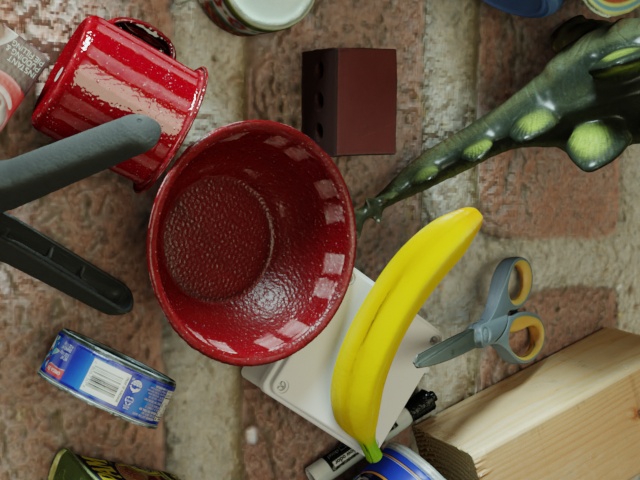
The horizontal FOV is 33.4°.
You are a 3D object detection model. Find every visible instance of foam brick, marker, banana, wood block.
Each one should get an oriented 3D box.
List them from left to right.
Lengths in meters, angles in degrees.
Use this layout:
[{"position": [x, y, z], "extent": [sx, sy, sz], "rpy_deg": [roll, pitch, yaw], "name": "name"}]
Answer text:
[{"position": [0.020, -0.100, 0.769], "extent": [0.051, 0.053, 0.078], "rpy_deg": [-3, 97, -26], "name": "foam brick"}, {"position": [0.042, 0.152, 0.829], "extent": [0.121, 0.020, 0.020], "rpy_deg": [-30, 109, -20], "name": "marker"}, {"position": [0.053, 0.057, 0.751], "extent": [0.069, 0.037, 0.198], "rpy_deg": [29, 85, -53], "name": "banana"}, {"position": [0.191, 0.157, 0.864], "extent": [0.205, 0.090, 0.091], "rpy_deg": [-22, 105, -22], "name": "wood block"}]

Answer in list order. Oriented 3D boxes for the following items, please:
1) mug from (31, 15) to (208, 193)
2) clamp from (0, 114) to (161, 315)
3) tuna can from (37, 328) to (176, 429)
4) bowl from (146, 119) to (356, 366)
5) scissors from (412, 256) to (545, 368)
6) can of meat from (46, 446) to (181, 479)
[{"position": [-0.127, -0.098, 0.684], "extent": [0.081, 0.093, 0.117], "rpy_deg": [28, 53, -22], "name": "mug"}, {"position": [-0.204, -0.011, 0.655], "extent": [0.210, 0.036, 0.165], "rpy_deg": [0, 135, -9], "name": "clamp"}, {"position": [-0.138, 0.090, 0.696], "extent": [0.086, 0.086, 0.034], "rpy_deg": [30, 82, -26], "name": "tuna can"}, {"position": [-0.055, 0.001, 0.716], "extent": [0.161, 0.055, 0.162], "rpy_deg": [-3, 94, -35], "name": "bowl"}, {"position": [0.124, 0.053, 0.815], "extent": [0.201, 0.016, 0.096], "rpy_deg": [13, 76, -53], "name": "scissors"}, {"position": [-0.129, 0.181, 0.704], "extent": [0.083, 0.102, 0.057], "rpy_deg": [19, 88, -29], "name": "can of meat"}]
